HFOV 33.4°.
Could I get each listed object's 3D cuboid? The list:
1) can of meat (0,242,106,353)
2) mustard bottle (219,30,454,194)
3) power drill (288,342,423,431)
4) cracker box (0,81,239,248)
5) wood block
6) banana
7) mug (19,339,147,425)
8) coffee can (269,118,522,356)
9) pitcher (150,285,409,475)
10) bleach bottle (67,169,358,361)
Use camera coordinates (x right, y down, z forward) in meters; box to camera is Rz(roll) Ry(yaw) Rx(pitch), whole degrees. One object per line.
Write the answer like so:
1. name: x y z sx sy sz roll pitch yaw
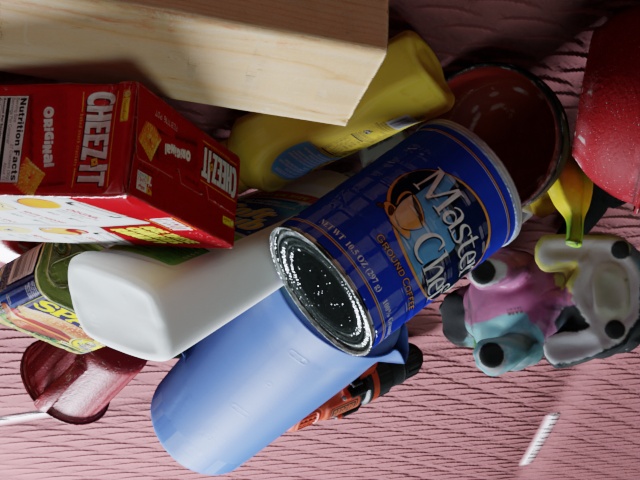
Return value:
1. can of meat: -0.187 0.042 0.805 0.102 0.057 0.084 30 146 -32
2. mustard bottle: -0.004 -0.081 0.766 0.192 0.058 0.096 -25 170 17
3. power drill: 0.048 0.102 1.043 0.184 0.057 0.188 -20 146 -32
4. cracker box: -0.176 -0.043 0.649 0.214 0.072 0.164 1 171 16
5. wood block: -0.074 -0.135 0.583 0.206 0.091 0.090 8 157 -11
6. banana: 0.191 -0.043 0.863 0.037 0.070 0.197 17 -171 4
7. mug: -0.210 0.108 0.938 0.082 0.093 0.117 -43 -178 30
8. coffee can: 0.051 -0.004 0.721 0.140 0.103 0.103 -36 154 -22
9. pitcher: -0.055 0.096 0.920 0.144 0.149 0.243 0 144 -44
10. bleach bottle: -0.055 0.001 0.784 0.250 0.103 0.068 -30 124 -43
